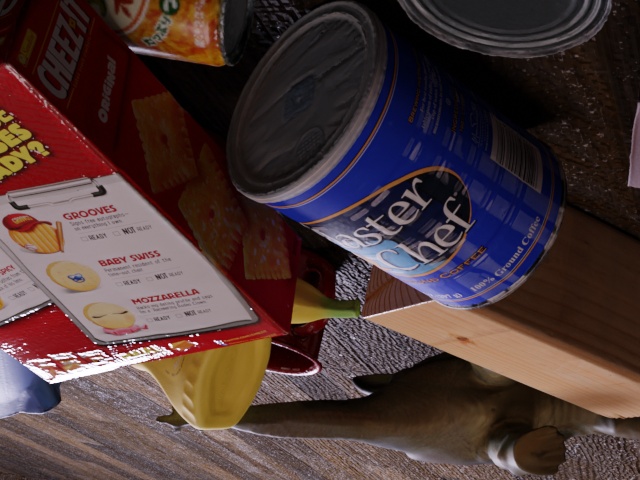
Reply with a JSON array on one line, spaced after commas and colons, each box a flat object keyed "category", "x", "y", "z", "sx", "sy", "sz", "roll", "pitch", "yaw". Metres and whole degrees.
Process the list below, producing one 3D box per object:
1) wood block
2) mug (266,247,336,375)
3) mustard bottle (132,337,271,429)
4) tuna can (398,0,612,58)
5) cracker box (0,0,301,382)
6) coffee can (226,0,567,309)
[{"category": "wood block", "x": 0.142, "y": 0.038, "z": 0.673, "sx": 0.205, "sy": 0.090, "sz": 0.091, "roll": 23, "pitch": 158, "yaw": -23}, {"category": "mug", "x": -0.028, "y": 0.050, "z": 0.823, "sx": 0.093, "sy": 0.081, "sz": 0.117, "roll": 26, "pitch": 156, "yaw": -27}, {"category": "mustard bottle", "x": -0.113, "y": 0.055, "z": 0.790, "sx": 0.058, "sy": 0.096, "sz": 0.192, "roll": 4, "pitch": -161, "yaw": -40}, {"category": "tuna can", "x": 0.073, "y": -0.110, "z": 0.421, "sx": 0.086, "sy": 0.033, "sz": 0.086, "roll": 12, "pitch": 159, "yaw": 5}, {"category": "cracker box", "x": -0.132, "y": -0.018, "z": 0.525, "sx": 0.164, "sy": 0.072, "sz": 0.213, "roll": -14, "pitch": 139, "yaw": 26}, {"category": "coffee can", "x": 0.039, "y": -0.038, "z": 0.528, "sx": 0.140, "sy": 0.102, "sz": 0.103, "roll": 29, "pitch": 155, "yaw": -35}]
